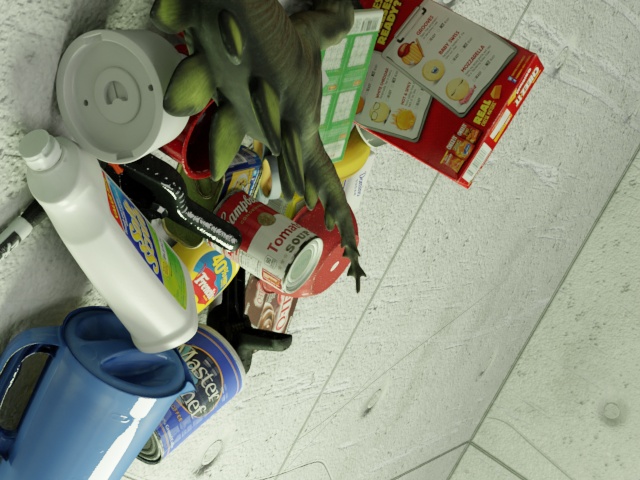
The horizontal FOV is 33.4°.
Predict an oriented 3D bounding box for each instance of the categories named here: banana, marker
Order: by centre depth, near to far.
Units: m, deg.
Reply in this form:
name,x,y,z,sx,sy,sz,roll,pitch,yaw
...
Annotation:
name,x,y,z,sx,sy,sz,roll,pitch,yaw
marker,-0.275,0.007,0.912,0.121,0.020,0.020,-48,155,-21
banana,0.009,-0.099,1.285,0.197,0.069,0.037,-36,171,-48

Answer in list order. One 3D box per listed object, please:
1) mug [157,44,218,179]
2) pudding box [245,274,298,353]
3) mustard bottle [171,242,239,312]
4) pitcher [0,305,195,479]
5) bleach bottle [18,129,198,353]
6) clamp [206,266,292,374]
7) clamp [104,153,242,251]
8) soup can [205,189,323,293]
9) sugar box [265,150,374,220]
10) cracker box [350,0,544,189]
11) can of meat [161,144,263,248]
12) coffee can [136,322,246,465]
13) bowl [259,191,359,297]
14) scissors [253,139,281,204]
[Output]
name,x,y,z,sx,sy,sz,roll,pitch,yaw
mug,-0.122,-0.124,0.970,0.093,0.082,0.117,-38,150,-39
pudding box,-0.067,0.087,1.405,0.089,0.039,0.114,-22,138,-54
mustard bottle,-0.144,0.041,1.169,0.191,0.058,0.096,-45,149,-29
pitcher,-0.250,0.191,1.062,0.243,0.149,0.144,-58,166,22
bleach bottle,-0.189,-0.003,0.944,0.068,0.102,0.250,-20,142,7
clamp,-0.096,0.110,1.267,0.036,0.165,0.210,-8,141,-29
clamp,-0.163,-0.035,1.017,0.171,0.120,0.039,51,38,-46
soup can,-0.057,0.001,1.086,0.068,0.102,0.068,-48,157,-28
sugar box,-0.006,-0.055,1.341,0.175,0.048,0.093,-36,151,-47
cracker box,0.118,-0.180,1.210,0.164,0.214,0.072,-59,159,5
can of meat,-0.111,-0.050,1.122,0.083,0.057,0.102,-20,137,-57
coffee can,-0.170,0.175,1.231,0.140,0.103,0.103,-39,151,-36
bowl,-0.002,0.015,1.309,0.162,0.055,0.162,-45,161,-21
scissors,-0.069,-0.071,1.213,0.016,0.096,0.202,-8,170,-14
